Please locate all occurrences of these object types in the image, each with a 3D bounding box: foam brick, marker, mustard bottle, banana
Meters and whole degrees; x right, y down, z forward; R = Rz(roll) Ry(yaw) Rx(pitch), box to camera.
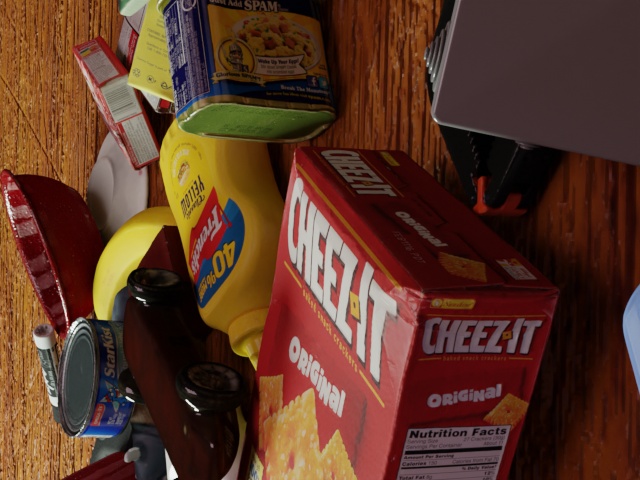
[{"bbox_3d":[-0.099,0.033,0.770,0.078,0.052,0.051,-51,47,42],"label":"foam brick"},{"bbox_3d":[-0.250,0.128,1.000,0.020,0.020,0.121,-126,27,-46],"label":"marker"},{"bbox_3d":[-0.055,0.001,0.696,0.096,0.058,0.192,-49,48,41],"label":"mustard bottle"},{"bbox_3d":[-0.145,0.016,0.866,0.070,0.037,0.198,60,140,16],"label":"banana"}]

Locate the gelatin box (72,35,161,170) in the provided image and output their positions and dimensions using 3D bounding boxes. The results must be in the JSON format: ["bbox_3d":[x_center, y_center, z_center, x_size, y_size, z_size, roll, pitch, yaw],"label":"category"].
[{"bbox_3d":[-0.166,-0.112,0.873,0.073,0.030,0.089,52,164,45],"label":"gelatin box"}]

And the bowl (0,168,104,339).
[{"bbox_3d":[-0.232,0.005,0.956,0.162,0.055,0.162,49,151,40],"label":"bowl"}]

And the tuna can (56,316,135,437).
[{"bbox_3d":[-0.160,0.099,0.767,0.086,0.033,0.086,-22,65,57],"label":"tuna can"}]

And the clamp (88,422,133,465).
[{"bbox_3d":[-0.174,0.161,0.895,0.172,0.039,0.120,-28,74,54],"label":"clamp"}]

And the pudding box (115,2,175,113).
[{"bbox_3d":[-0.120,-0.161,0.833,0.114,0.039,0.090,49,128,46],"label":"pudding box"}]

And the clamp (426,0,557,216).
[{"bbox_3d":[0.081,-0.118,0.504,0.165,0.036,0.210,15,102,57],"label":"clamp"}]

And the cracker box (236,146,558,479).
[{"bbox_3d":[0.022,0.081,0.521,0.164,0.072,0.214,-128,44,-58],"label":"cracker box"}]

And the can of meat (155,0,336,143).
[{"bbox_3d":[-0.043,-0.108,0.645,0.058,0.101,0.084,-30,65,53],"label":"can of meat"}]
